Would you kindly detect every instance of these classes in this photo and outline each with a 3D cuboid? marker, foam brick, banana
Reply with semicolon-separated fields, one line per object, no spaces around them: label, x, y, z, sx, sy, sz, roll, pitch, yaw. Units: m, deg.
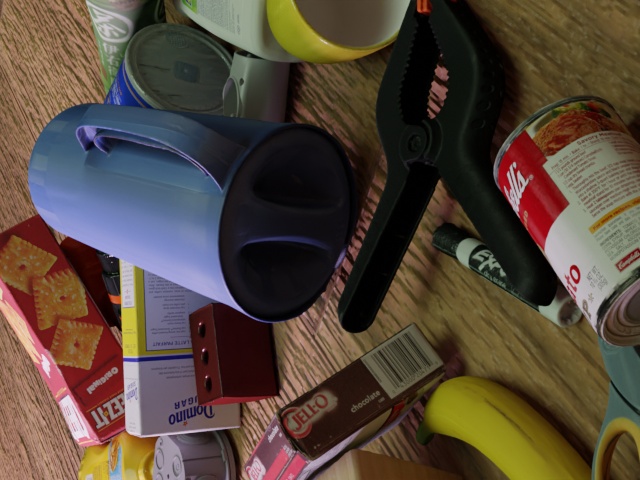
marker;0.102;0.016;0.603;0.121;0.020;0.020;36;120;54
foam brick;-0.071;0.092;0.863;0.053;0.051;0.078;-29;66;57
banana;0.111;0.122;0.577;0.198;0.037;0.069;37;146;56

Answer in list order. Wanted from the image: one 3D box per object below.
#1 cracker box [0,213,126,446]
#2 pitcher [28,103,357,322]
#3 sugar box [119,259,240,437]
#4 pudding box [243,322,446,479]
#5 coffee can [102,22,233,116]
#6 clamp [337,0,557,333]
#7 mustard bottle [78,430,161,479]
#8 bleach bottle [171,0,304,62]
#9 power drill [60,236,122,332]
cracker box;-0.253;0.095;1.043;0.214;0.072;0.164;59;159;1
pitcher;-0.107;-0.039;0.767;0.243;0.144;0.149;15;116;40
sugar box;-0.120;0.074;0.906;0.048;0.093;0.176;-6;85;61
pudding box;0.014;0.107;0.646;0.039;0.113;0.090;53;149;16
coffee can;-0.140;-0.104;0.929;0.141;0.102;0.103;-51;48;47
clamp;0.062;-0.046;0.629;0.165;0.036;0.210;-23;63;47
mustard bottle;-0.181;0.234;1.044;0.192;0.058;0.096;-33;64;55
bleach bottle;-0.072;-0.216;0.855;0.251;0.068;0.103;39;125;55
power drill;-0.191;0.039;1.011;0.188;0.057;0.184;25;136;61
